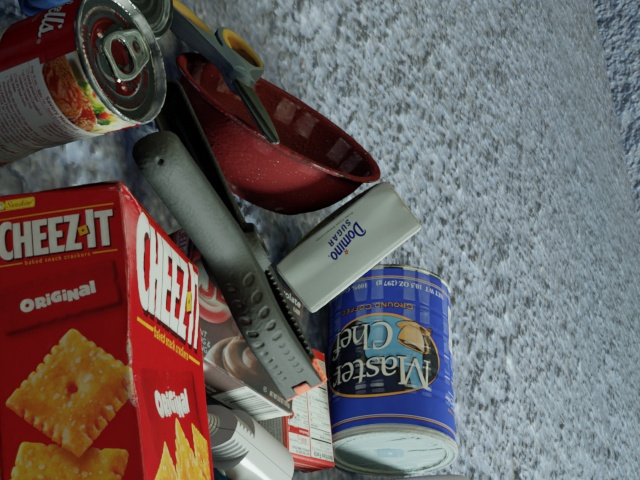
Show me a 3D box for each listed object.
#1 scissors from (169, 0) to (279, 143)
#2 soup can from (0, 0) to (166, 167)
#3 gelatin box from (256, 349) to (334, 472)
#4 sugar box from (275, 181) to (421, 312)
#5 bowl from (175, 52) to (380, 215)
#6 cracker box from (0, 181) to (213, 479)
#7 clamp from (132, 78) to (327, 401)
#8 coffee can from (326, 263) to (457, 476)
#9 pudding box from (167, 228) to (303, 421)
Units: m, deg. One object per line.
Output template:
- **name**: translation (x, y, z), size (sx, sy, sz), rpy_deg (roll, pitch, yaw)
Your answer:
- **scissors**: translation (-0.069, -0.118, 0.701), size (0.096, 0.016, 0.202), rpy_deg (33, 16, -15)
- **soup can**: translation (-0.139, -0.078, 0.538), size (0.068, 0.102, 0.068), rpy_deg (40, 44, -52)
- **gelatin box**: translation (-0.022, 0.118, 0.767), size (0.073, 0.030, 0.089), rpy_deg (32, 49, -58)
- **sugar box**: translation (0.019, 0.000, 0.763), size (0.048, 0.093, 0.176), rpy_deg (52, 2, 1)
- **bowl**: translation (-0.040, -0.065, 0.739), size (0.162, 0.055, 0.162), rpy_deg (29, 17, -10)
- **cracker box**: translation (-0.094, 0.098, 0.512), size (0.164, 0.072, 0.214), rpy_deg (72, 10, -74)
- **clamp**: translation (-0.054, 0.001, 0.639), size (0.210, 0.036, 0.164), rpy_deg (63, 4, -26)
- **coffee can**: translation (0.055, 0.104, 0.847), size (0.102, 0.103, 0.140), rpy_deg (44, 40, -49)
- **pudding box**: translation (-0.061, 0.055, 0.692), size (0.113, 0.039, 0.090), rpy_deg (42, 42, -39)
